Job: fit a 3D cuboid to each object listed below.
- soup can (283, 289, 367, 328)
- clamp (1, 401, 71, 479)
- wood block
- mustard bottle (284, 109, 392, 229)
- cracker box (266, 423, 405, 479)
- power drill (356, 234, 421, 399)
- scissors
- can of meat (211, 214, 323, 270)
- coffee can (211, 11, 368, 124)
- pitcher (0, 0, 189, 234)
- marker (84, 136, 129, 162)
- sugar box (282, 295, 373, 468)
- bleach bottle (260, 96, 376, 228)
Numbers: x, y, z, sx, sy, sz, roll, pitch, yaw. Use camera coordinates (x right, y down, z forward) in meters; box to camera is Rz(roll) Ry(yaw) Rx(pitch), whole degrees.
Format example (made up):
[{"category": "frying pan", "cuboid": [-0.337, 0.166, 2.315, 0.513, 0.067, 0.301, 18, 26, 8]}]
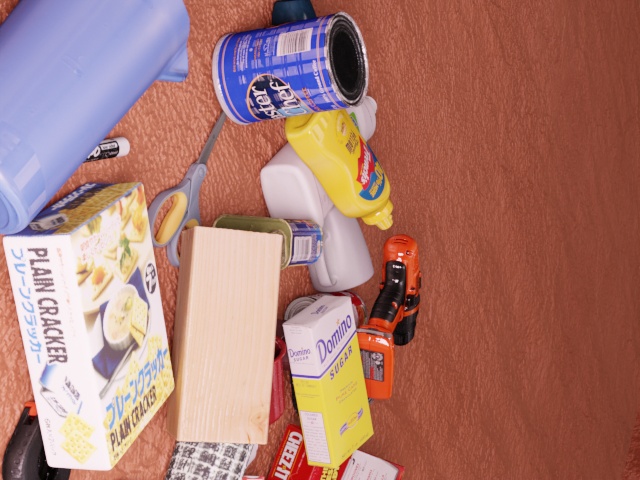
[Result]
[{"category": "soup can", "cuboid": [0.007, 0.100, 1.359, 0.102, 0.069, 0.068, -5, 98, -60]}, {"category": "clamp", "cuboid": [-0.247, 0.232, 0.952, 0.120, 0.039, 0.171, 35, 61, -70]}, {"category": "wood block", "cuboid": [-0.098, 0.094, 1.071, 0.090, 0.090, 0.206, 169, -74, -74]}, {"category": "mustard bottle", "cuboid": [0.032, -0.084, 1.250, 0.191, 0.058, 0.096, 54, 35, -32]}, {"category": "cracker box", "cuboid": [0.008, 0.337, 1.357, 0.213, 0.072, 0.164, 33, 74, -51]}, {"category": "power drill", "cuboid": [0.087, 0.112, 1.375, 0.187, 0.057, 0.184, -67, 158, -47]}, {"category": "scissors", "cuboid": [-0.130, -0.053, 1.145, 0.201, 0.016, 0.096, -58, 143, -40]}, {"category": "can of meat", "cuboid": [-0.058, 0.001, 1.195, 0.083, 0.102, 0.057, -2, 95, -63]}, {"category": "coffee can", "cuboid": [-0.032, -0.185, 1.159, 0.102, 0.140, 0.103, 19, 69, -61]}, {"category": "pitcher", "cuboid": [-0.227, -0.131, 0.862, 0.145, 0.149, 0.242, 82, 31, -51]}, {"category": "marker", "cuboid": [-0.220, -0.079, 0.975, 0.120, 0.020, 0.020, -21, 113, -59]}, {"category": "sugar box", "cuboid": [0.011, 0.161, 1.228, 0.093, 0.048, 0.176, -32, 119, -53]}, {"category": "bleach bottle", "cuboid": [0.013, -0.110, 1.347, 0.250, 0.068, 0.102, -51, 132, -48]}]
